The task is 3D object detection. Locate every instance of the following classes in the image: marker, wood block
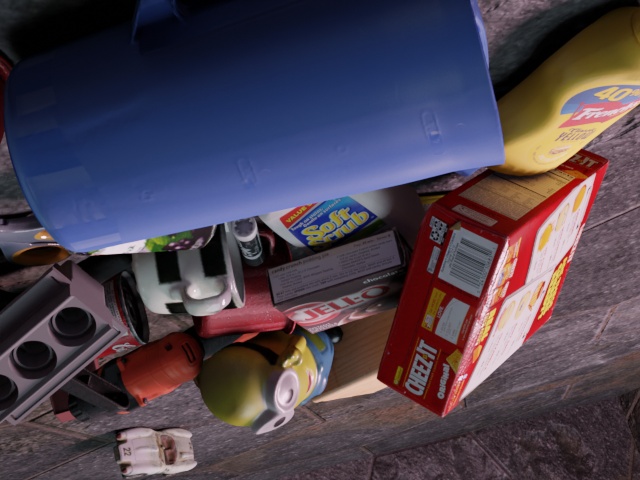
[{"bbox_3d":[-0.055,0.001,0.830,0.020,0.020,0.121,-15,169,-3],"label":"marker"},{"bbox_3d":[0.070,0.087,1.054,0.090,0.091,0.207,-4,162,-37],"label":"wood block"}]

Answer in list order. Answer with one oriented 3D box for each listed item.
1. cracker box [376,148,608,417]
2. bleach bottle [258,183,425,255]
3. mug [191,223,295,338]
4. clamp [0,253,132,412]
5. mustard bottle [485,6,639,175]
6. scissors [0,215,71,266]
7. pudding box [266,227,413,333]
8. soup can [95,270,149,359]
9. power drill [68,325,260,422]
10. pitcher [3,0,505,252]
[{"bbox_3d":[0.141,0.021,0.858,0.213,0.072,0.164,-30,141,-51],"label":"cracker box"},{"bbox_3d":[-0.007,-0.034,0.808,0.103,0.068,0.250,-23,159,21],"label":"bleach bottle"},{"bbox_3d":[-0.070,0.033,0.929,0.081,0.093,0.117,-6,135,-16],"label":"mug"},{"bbox_3d":[-0.252,0.084,0.881,0.210,0.036,0.164,-5,120,-8],"label":"clamp"},{"bbox_3d":[0.193,-0.111,0.751,0.096,0.058,0.192,-6,160,-30],"label":"mustard bottle"},{"bbox_3d":[-0.245,-0.001,0.769,0.201,0.016,0.096,-3,158,-36],"label":"scissors"},{"bbox_3d":[0.024,0.034,0.857,0.113,0.039,0.090,-20,157,13],"label":"pudding box"},{"bbox_3d":[-0.211,0.074,0.942,0.102,0.068,0.068,-18,163,3],"label":"soup can"},{"bbox_3d":[-0.139,0.111,1.043,0.185,0.057,0.187,-26,-177,40],"label":"power drill"},{"bbox_3d":[-0.036,-0.082,0.549,0.243,0.149,0.145,-15,178,6],"label":"pitcher"}]
